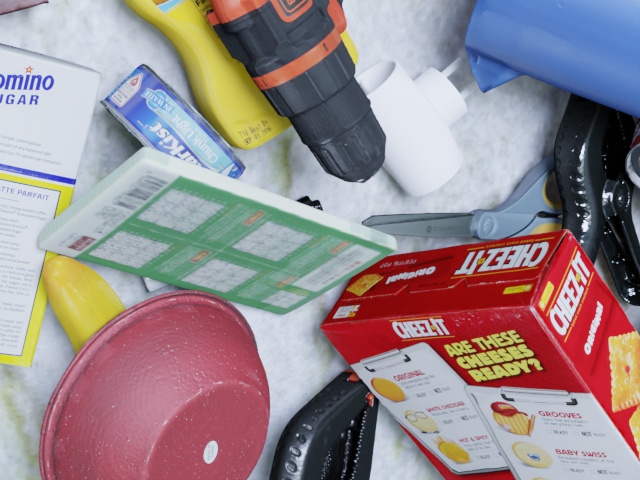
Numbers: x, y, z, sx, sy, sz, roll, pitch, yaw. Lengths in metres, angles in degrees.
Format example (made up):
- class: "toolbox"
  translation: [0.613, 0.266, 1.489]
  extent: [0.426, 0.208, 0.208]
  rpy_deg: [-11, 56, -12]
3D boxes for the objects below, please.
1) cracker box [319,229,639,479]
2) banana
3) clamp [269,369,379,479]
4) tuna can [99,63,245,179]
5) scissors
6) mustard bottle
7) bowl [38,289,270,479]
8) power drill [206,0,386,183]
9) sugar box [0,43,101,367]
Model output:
- class: "cracker box"
  translation: [0.128, 0.096, 0.673]
  extent: [0.213, 0.165, 0.072]
  rpy_deg: [52, 51, -25]
- class: "banana"
  translation: [-0.131, 0.091, 0.642]
  extent: [0.037, 0.069, 0.198]
  rpy_deg: [9, 115, 19]
- class: "clamp"
  translation: [-0.008, 0.182, 0.680]
  extent: [0.209, 0.036, 0.164]
  rpy_deg: [-59, 140, -30]
- class: "tuna can"
  translation: [-0.082, -0.059, 0.604]
  extent: [0.034, 0.086, 0.086]
  rpy_deg: [-45, 114, -3]
- class: "scissors"
  translation: [0.115, -0.027, 0.693]
  extent: [0.201, 0.016, 0.096]
  rpy_deg: [18, 90, -37]
- class: "mustard bottle"
  translation: [-0.064, -0.152, 0.598]
  extent: [0.096, 0.058, 0.191]
  rpy_deg: [-40, 114, -12]
- class: "bowl"
  translation: [-0.083, 0.114, 0.636]
  extent: [0.161, 0.055, 0.162]
  rpy_deg: [-23, 126, -37]
- class: "power drill"
  translation: [0.022, -0.149, 0.587]
  extent: [0.187, 0.057, 0.184]
  rpy_deg: [-46, 115, -30]
- class: "sugar box"
  translation: [-0.190, -0.023, 0.602]
  extent: [0.093, 0.048, 0.176]
  rpy_deg: [13, 98, -23]
